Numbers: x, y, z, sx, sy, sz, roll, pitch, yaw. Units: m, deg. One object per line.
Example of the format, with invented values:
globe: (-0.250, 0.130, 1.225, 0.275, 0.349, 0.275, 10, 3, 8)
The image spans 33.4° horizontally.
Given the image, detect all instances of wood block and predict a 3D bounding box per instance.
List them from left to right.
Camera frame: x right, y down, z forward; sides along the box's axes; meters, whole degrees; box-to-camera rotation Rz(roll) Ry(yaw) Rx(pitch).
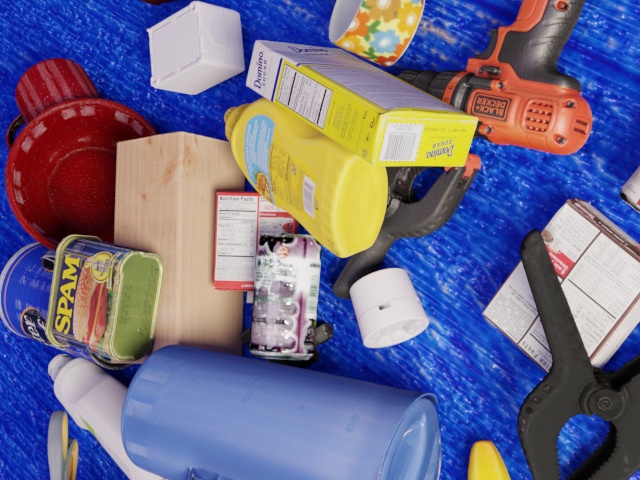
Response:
wood block: (-0.132, 0.012, 0.991, 0.090, 0.090, 0.206, -4, 83, 38)

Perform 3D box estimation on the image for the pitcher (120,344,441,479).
pitcher: (-0.038, 0.164, 0.834, 0.243, 0.149, 0.145, 11, 86, 26)

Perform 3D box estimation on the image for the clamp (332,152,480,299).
clamp: (0.058, -0.022, 0.879, 0.172, 0.039, 0.120, -18, 81, 43)

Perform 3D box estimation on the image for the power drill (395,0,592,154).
power drill: (0.141, -0.167, 0.817, 0.185, 0.057, 0.188, 20, 99, 42)

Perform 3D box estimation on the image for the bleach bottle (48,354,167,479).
bleach bottle: (-0.186, 0.178, 1.016, 0.251, 0.068, 0.102, 34, 151, 37)

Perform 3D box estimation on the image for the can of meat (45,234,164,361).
can of meat: (-0.189, 0.051, 0.939, 0.084, 0.057, 0.102, 11, 93, 37)

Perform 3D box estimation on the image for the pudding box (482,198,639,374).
pudding box: (0.184, 0.039, 0.772, 0.090, 0.039, 0.114, 45, 115, 30)

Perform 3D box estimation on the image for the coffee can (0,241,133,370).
coffee can: (-0.239, 0.062, 1.064, 0.141, 0.102, 0.103, 13, 93, 38)

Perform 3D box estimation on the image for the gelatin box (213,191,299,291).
gelatin box: (-0.056, 0.001, 0.951, 0.073, 0.030, 0.089, 1, 86, 6)

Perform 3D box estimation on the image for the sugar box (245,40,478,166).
sugar box: (0.027, -0.107, 0.824, 0.176, 0.093, 0.048, 34, 118, 47)

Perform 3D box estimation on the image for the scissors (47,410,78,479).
scissors: (-0.249, 0.236, 0.999, 0.202, 0.016, 0.096, -101, 7, -67)

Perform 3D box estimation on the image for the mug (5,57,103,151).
mug: (-0.279, -0.130, 1.118, 0.117, 0.093, 0.081, -36, 56, 2)

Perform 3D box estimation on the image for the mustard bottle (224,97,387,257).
mustard bottle: (-0.024, -0.069, 0.893, 0.192, 0.058, 0.096, 37, 139, 42)

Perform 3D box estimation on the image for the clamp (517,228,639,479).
clamp: (0.183, 0.096, 0.728, 0.164, 0.036, 0.210, 21, 109, -3)

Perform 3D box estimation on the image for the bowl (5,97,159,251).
bowl: (-0.229, -0.058, 1.067, 0.055, 0.162, 0.162, 129, 137, -76)
